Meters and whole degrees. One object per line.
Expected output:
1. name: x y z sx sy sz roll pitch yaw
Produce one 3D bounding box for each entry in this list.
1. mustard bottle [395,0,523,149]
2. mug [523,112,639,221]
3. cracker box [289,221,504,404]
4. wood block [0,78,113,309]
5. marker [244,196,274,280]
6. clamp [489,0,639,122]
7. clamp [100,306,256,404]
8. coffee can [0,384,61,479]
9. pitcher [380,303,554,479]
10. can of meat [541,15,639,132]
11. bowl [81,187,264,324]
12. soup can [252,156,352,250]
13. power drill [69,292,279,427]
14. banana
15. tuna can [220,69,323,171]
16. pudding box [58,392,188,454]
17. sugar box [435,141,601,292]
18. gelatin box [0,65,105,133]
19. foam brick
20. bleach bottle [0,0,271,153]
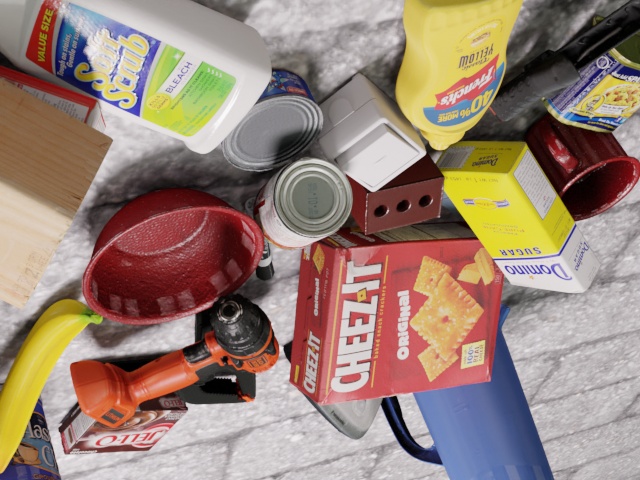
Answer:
1. mustard bottle: 0.108 -0.142 0.872 0.096 0.058 0.192 -26 150 -19
2. mug: 0.242 -0.081 1.027 0.093 0.081 0.117 -40 145 23
3. cracker box: 0.083 0.070 1.080 0.213 0.072 0.164 -3 107 -31
4. wood block: -0.244 -0.058 0.641 0.206 0.090 0.090 29 126 -13
5. marker: -0.057 0.001 1.007 0.020 0.020 0.121 -19 148 -10
6. clamp: 0.202 -0.146 0.898 0.120 0.039 0.172 -31 -176 -20
7. clamp: -0.140 0.135 1.129 0.164 0.036 0.209 -29 144 8
8. coffee can: -0.311 0.228 1.053 0.102 0.140 0.103 -17 147 -12
9. pitcher: 0.170 0.201 1.237 0.144 0.243 0.149 -6 151 -24
10. can of meat: 0.258 -0.147 0.967 0.101 0.057 0.084 6 138 -39
11. bowl: -0.133 0.005 0.927 0.162 0.055 0.162 -17 147 -12
12. soup can: -0.016 -0.030 0.904 0.068 0.068 0.102 -16 178 -14
13. power drill: -0.132 0.112 0.997 0.187 0.057 0.184 -19 160 0
14. banana: -0.264 0.123 0.985 0.037 0.070 0.198 25 109 -26
15. tuna can: -0.043 -0.097 0.860 0.086 0.034 0.086 -17 147 -12
16. pudding box: -0.215 0.196 1.165 0.113 0.039 0.090 9 135 -41
17. sugar box: 0.187 -0.020 1.015 0.048 0.094 0.176 -54 126 -24
18. gelatin box: -0.186 -0.085 0.720 0.073 0.030 0.089 20 173 -6
19. foam brick: 0.067 -0.047 0.980 0.078 0.051 0.053 -14 137 -14
20. bleach bottle: -0.156 -0.134 0.708 0.250 0.068 0.103 14 133 -41
